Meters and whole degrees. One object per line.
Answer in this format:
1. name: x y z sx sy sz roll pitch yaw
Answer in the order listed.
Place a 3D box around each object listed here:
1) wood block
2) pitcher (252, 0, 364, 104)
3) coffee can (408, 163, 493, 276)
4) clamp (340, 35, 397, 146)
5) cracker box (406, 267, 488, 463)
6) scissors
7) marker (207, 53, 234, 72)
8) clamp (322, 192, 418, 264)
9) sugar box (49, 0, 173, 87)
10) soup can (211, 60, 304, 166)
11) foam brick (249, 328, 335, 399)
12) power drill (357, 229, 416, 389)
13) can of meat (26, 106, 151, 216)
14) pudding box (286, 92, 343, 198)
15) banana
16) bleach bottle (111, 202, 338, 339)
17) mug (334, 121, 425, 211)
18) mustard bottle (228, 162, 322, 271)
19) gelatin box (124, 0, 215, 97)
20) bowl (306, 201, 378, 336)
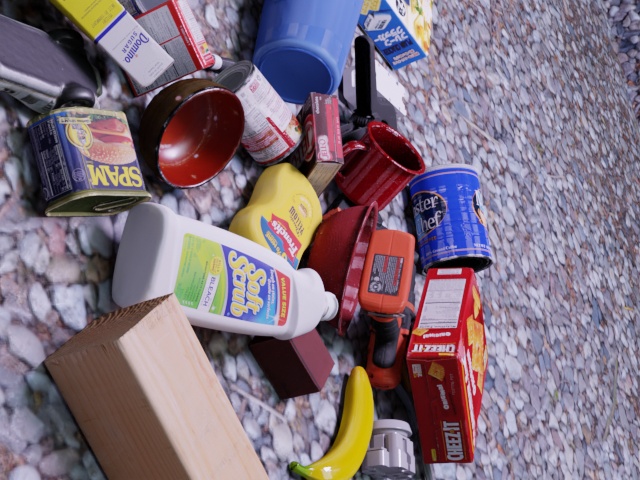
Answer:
1. wood block: -0.133 0.162 0.910 0.206 0.091 0.090 65 31 -13
2. pitcher: -0.016 -0.295 1.320 0.149 0.145 0.242 17 54 -7
3. coffee can: 0.186 -0.027 1.532 0.102 0.103 0.140 20 58 -54
4. clamp: 0.052 -0.149 1.405 0.164 0.036 0.209 -60 151 -13
5. cracker box: 0.168 0.157 1.374 0.213 0.072 0.164 -67 149 -59
6. scissors: 0.130 0.223 1.391 0.096 0.016 0.202 -27 98 -60
7. marker: -0.134 -0.201 1.177 0.120 0.020 0.020 3 72 -59
8. clamp: 0.068 -0.016 1.387 0.171 0.039 0.120 -10 67 -55
9. sugar box: -0.214 -0.217 0.963 0.176 0.048 0.093 48 -2 -26
10. soup can: -0.074 -0.142 1.196 0.102 0.069 0.068 50 36 -32
11. foam brick: -0.030 0.122 1.142 0.078 0.053 0.051 61 32 -20
12. power drill: 0.086 0.065 1.284 0.187 0.057 0.184 78 19 -59
13. can of meat: -0.206 -0.069 0.949 0.101 0.058 0.084 -3 74 -60
14. pudding box: -0.009 -0.107 1.246 0.039 0.114 0.090 3 67 -16
15. banana: 0.028 0.219 1.202 0.069 0.037 0.197 65 30 -17
16. bleach bottle: -0.077 0.038 1.034 0.250 0.068 0.102 15 87 -43
17. mug: 0.063 -0.092 1.342 0.117 0.082 0.093 13 39 -43
18. mustard bottle: -0.057 0.001 1.156 0.096 0.058 0.191 65 30 -26
19. gelatin box: -0.159 -0.192 1.059 0.073 0.089 0.030 66 29 -11
20. bowl: 0.020 0.026 1.231 0.162 0.055 0.162 15 89 -81
